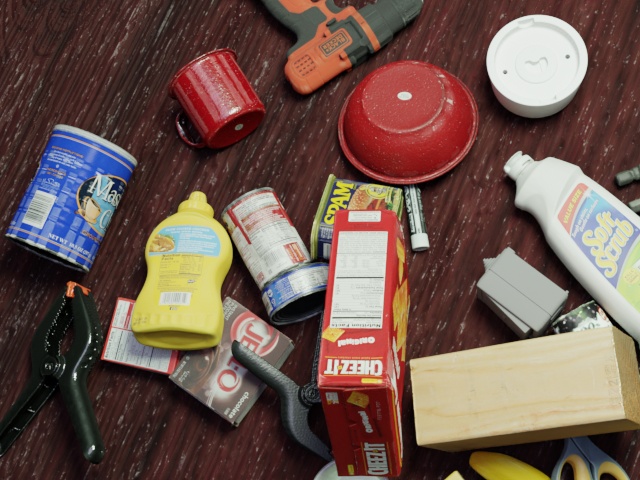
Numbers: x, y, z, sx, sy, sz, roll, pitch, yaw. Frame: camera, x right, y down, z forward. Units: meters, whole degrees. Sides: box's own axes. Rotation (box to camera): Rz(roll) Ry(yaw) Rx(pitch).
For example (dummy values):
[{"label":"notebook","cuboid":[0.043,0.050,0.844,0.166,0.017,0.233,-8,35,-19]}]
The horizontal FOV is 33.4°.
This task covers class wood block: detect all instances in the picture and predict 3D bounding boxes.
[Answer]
[{"label":"wood block","cuboid":[0.204,0.150,1.056,0.206,0.090,0.090,-13,70,27]}]

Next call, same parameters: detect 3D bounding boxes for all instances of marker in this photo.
[{"label":"marker","cuboid":[0.104,-0.048,1.198,0.020,0.020,0.121,-9,73,7]}]

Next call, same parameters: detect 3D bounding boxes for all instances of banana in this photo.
[{"label":"banana","cuboid":[0.231,0.284,1.075,0.069,0.037,0.198,-32,72,-4]}]

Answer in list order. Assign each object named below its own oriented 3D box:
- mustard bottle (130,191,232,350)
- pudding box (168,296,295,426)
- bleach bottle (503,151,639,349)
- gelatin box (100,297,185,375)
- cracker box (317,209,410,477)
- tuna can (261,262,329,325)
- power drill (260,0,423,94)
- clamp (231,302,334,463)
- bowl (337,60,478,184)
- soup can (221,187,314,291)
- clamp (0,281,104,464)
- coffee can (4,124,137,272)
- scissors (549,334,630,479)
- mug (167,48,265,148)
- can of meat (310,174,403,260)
[{"label":"mustard bottle","cuboid":[-0.148,0.026,1.183,0.096,0.058,0.191,0,56,7]},{"label":"pudding box","cuboid":[-0.096,0.133,1.171,0.090,0.039,0.113,33,82,16]},{"label":"bleach bottle","cuboid":[0.289,0.001,1.132,0.102,0.068,0.251,-44,70,-5]},{"label":"gelatin box","cuboid":[-0.194,0.109,1.199,0.089,0.030,0.073,10,78,12]},{"label":"cracker box","cuboid":[0.048,0.100,1.053,0.072,0.164,0.213,-2,49,9]},{"label":"tuna can","cuboid":[-0.020,0.058,1.155,0.086,0.086,0.034,-24,71,2]},{"label":"power drill","cuboid":[0.004,-0.288,1.261,0.184,0.057,0.188,-34,72,-1]},{"label":"clamp","cuboid":[-0.022,0.160,1.132,0.120,0.039,0.171,-13,83,-6]},{"label":"bowl","cuboid":[0.095,-0.145,1.193,0.162,0.055,0.162,-4,63,9]},{"label":"soup can","cuboid":[-0.058,0.001,1.186,0.068,0.068,0.102,-30,73,0]},{"label":"clamp","cuboid":[-0.299,0.151,1.192,0.165,0.036,0.210,-11,64,26]},{"label":"coffee can","cuboid":[-0.284,-0.047,1.219,0.103,0.102,0.140,19,79,14]},{"label":"scissors","cuboid":[0.276,0.197,1.096,0.096,0.016,0.201,15,59,-10]},{"label":"mug","cuboid":[-0.124,-0.153,1.237,0.117,0.093,0.081,-40,75,29]},{"label":"can of meat","cuboid":[0.041,-0.019,1.167,0.084,0.057,0.102,10,46,9]}]
